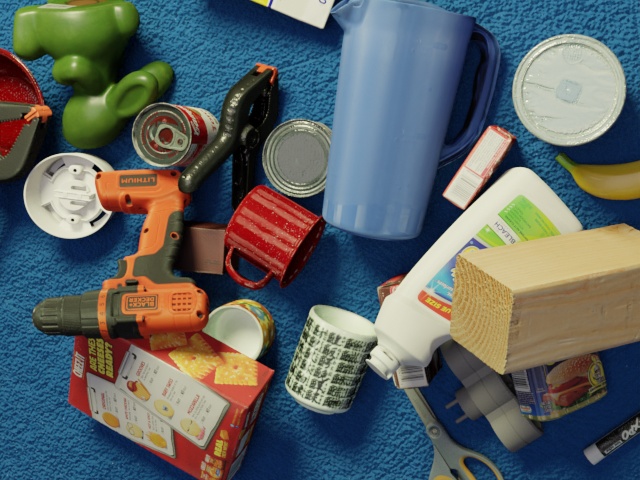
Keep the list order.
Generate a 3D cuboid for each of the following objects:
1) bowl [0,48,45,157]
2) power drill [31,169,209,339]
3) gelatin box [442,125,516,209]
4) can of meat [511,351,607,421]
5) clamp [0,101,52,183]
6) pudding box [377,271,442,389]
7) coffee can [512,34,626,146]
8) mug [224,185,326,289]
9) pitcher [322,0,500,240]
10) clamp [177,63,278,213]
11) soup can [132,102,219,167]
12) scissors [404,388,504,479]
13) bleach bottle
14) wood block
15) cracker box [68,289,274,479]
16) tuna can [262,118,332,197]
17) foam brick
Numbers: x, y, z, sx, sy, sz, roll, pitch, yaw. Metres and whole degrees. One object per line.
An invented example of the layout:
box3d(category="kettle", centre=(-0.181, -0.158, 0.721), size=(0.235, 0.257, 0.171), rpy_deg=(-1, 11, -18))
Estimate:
box3d(category="bowl", centre=(-0.381, -0.148, 1.256), size=(0.162, 0.055, 0.162), rpy_deg=(3, 99, 17))
box3d(category="power drill", centre=(-0.209, 0.017, 1.140), size=(0.184, 0.057, 0.187), rpy_deg=(-2, 63, 0))
box3d(category="gelatin box", centre=(0.167, -0.077, 1.110), size=(0.030, 0.073, 0.089), rpy_deg=(35, 102, 9))
box3d(category="can of meat", centre=(0.243, 0.130, 1.099), size=(0.058, 0.101, 0.084), rpy_deg=(-5, 99, 60))
box3d(category="clamp", centre=(-0.395, -0.104, 1.218), size=(0.210, 0.036, 0.164), rpy_deg=(-37, 88, 23))
box3d(category="pudding box", centre=(0.096, 0.093, 1.137), size=(0.039, 0.090, 0.113), rpy_deg=(-8, 94, 18))
box3d(category="coffee can", centre=(0.246, -0.144, 1.047), size=(0.103, 0.140, 0.103), rpy_deg=(1, 96, 15))
box3d(category="mug", centre=(-0.058, 0.001, 1.160), size=(0.081, 0.093, 0.117), rpy_deg=(31, 67, 10))
box3d(category="pitcher", centre=(0.084, -0.126, 1.108), size=(0.149, 0.144, 0.243), rpy_deg=(15, 103, 25))
box3d(category="clamp", centre=(-0.085, -0.108, 1.175), size=(0.039, 0.120, 0.171), rpy_deg=(25, 82, 27))
box3d(category="soup can", centre=(-0.155, -0.115, 1.177), size=(0.068, 0.102, 0.068), rpy_deg=(1, 94, 15))
box3d(category="scissors", centre=(0.119, 0.229, 1.183), size=(0.202, 0.016, 0.096), rpy_deg=(44, 104, 7))
box3d(category="bleach bottle", centre=(0.146, 0.045, 1.073), size=(0.102, 0.068, 0.250), rpy_deg=(46, 78, -10))
box3d(category="wood block", centre=(0.237, 0.053, 1.029), size=(0.205, 0.091, 0.090), rpy_deg=(-9, 115, -26))
box3d(category="cracker box", centre=(-0.171, 0.164, 1.194), size=(0.214, 0.072, 0.164), rpy_deg=(28, 133, 11))
box3d(category="tuna can", centre=(-0.018, -0.091, 1.179), size=(0.086, 0.033, 0.086), rpy_deg=(2, 96, 15))
box3d(category="foam brick", centre=(-0.136, 0.007, 1.211), size=(0.078, 0.051, 0.053), rpy_deg=(6, 98, 14))
